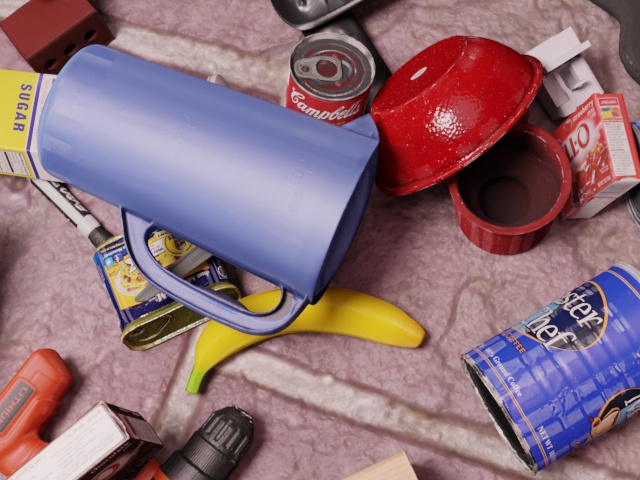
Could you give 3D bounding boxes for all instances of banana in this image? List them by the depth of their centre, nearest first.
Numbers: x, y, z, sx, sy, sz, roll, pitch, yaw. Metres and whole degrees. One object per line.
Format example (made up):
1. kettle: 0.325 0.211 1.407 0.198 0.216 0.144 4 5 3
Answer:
1. banana: -0.018 0.070 0.861 0.198 0.037 0.069 -13 90 5

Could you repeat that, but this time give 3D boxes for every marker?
1. marker: -0.216 -0.028 0.923 0.020 0.020 0.121 -45 73 -8

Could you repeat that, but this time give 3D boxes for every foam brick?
1. foam brick: -0.237 -0.188 0.959 0.078 0.053 0.051 -38 72 -5

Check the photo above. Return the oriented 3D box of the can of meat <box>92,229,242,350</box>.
1. can of meat: -0.128 0.029 0.875 0.102 0.057 0.084 -25 69 -2

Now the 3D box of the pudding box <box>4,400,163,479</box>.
1. pudding box: -0.175 0.166 0.761 0.113 0.090 0.039 -41 75 -4

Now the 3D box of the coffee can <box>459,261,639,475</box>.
1. coffee can: 0.189 0.094 0.790 0.140 0.103 0.103 -30 72 -3

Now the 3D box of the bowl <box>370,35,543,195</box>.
1. bowl: 0.092 -0.110 0.837 0.162 0.162 0.055 -44 111 -7

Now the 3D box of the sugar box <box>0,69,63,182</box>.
1. sugar box: -0.277 -0.104 0.930 0.176 0.048 0.093 5 54 11

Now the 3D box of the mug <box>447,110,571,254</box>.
1. mug: 0.150 -0.048 0.851 0.093 0.081 0.117 7 74 9

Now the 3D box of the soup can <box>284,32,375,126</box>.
1. soup can: 0.003 -0.111 0.870 0.068 0.102 0.068 3 59 -6

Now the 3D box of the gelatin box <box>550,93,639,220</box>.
1. gelatin box: 0.213 -0.065 0.844 0.030 0.089 0.073 -2 72 -16

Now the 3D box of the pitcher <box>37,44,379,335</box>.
1. pitcher: -0.087 -0.047 0.799 0.243 0.145 0.149 22 35 7

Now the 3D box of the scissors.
1. scissors: -0.056 0.001 0.857 0.096 0.016 0.201 31 54 3

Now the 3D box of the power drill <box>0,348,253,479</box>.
1. power drill: -0.168 0.167 0.836 0.188 0.057 0.184 35 80 16
